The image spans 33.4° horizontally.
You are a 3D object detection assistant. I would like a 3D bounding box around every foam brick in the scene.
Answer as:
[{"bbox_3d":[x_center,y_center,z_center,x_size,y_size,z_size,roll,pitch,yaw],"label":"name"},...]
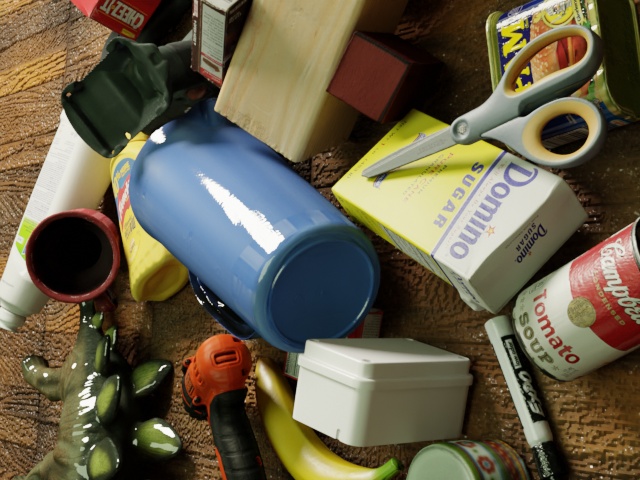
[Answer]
[{"bbox_3d":[0.051,-0.125,0.813,0.051,0.078,0.053,33,110,17],"label":"foam brick"}]

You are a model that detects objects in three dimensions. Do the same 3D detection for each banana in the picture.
[{"bbox_3d":[-0.005,0.167,0.880,0.198,0.037,0.069,30,91,47],"label":"banana"}]

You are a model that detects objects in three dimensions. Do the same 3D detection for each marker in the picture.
[{"bbox_3d":[0.140,0.109,0.725,0.020,0.020,0.121,-40,56,39],"label":"marker"}]

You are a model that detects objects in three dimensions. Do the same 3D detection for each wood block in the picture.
[{"bbox_3d":[0.005,-0.177,0.837,0.090,0.090,0.206,34,121,17],"label":"wood block"}]

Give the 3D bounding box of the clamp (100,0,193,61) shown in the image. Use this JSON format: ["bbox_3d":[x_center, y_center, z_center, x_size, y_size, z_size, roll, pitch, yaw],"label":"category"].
[{"bbox_3d":[-0.193,-0.225,1.163,0.165,0.036,0.210,34,106,48],"label":"clamp"}]

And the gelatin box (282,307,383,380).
[{"bbox_3d":[0.010,0.085,0.877,0.089,0.030,0.073,12,93,53],"label":"gelatin box"}]

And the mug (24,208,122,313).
[{"bbox_3d":[-0.241,0.021,1.092,0.117,0.093,0.081,58,-179,-9],"label":"mug"}]

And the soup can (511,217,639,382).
[{"bbox_3d":[0.176,0.038,0.655,0.102,0.068,0.068,-38,56,41],"label":"soup can"}]

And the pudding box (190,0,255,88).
[{"bbox_3d":[-0.057,-0.191,0.866,0.039,0.113,0.090,35,150,16],"label":"pudding box"}]

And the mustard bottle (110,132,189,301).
[{"bbox_3d":[-0.179,-0.040,1.099,0.096,0.058,0.191,-51,47,50],"label":"mustard bottle"}]

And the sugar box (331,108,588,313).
[{"bbox_3d":[0.091,-0.027,0.743,0.093,0.048,0.176,-46,34,-7],"label":"sugar box"}]

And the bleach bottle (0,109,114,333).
[{"bbox_3d":[-0.295,-0.020,1.178,0.103,0.068,0.251,18,83,57],"label":"bleach bottle"}]

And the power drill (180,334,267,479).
[{"bbox_3d":[-0.078,0.187,0.916,0.185,0.057,0.188,117,137,-67],"label":"power drill"}]

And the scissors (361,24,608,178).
[{"bbox_3d":[0.108,-0.060,0.700,0.202,0.016,0.096,-39,60,36],"label":"scissors"}]

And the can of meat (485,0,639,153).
[{"bbox_3d":[0.163,-0.115,0.705,0.084,0.057,0.102,-17,72,45],"label":"can of meat"}]

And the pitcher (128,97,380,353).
[{"bbox_3d":[-0.056,0.001,0.876,0.145,0.149,0.243,-46,38,-3],"label":"pitcher"}]
